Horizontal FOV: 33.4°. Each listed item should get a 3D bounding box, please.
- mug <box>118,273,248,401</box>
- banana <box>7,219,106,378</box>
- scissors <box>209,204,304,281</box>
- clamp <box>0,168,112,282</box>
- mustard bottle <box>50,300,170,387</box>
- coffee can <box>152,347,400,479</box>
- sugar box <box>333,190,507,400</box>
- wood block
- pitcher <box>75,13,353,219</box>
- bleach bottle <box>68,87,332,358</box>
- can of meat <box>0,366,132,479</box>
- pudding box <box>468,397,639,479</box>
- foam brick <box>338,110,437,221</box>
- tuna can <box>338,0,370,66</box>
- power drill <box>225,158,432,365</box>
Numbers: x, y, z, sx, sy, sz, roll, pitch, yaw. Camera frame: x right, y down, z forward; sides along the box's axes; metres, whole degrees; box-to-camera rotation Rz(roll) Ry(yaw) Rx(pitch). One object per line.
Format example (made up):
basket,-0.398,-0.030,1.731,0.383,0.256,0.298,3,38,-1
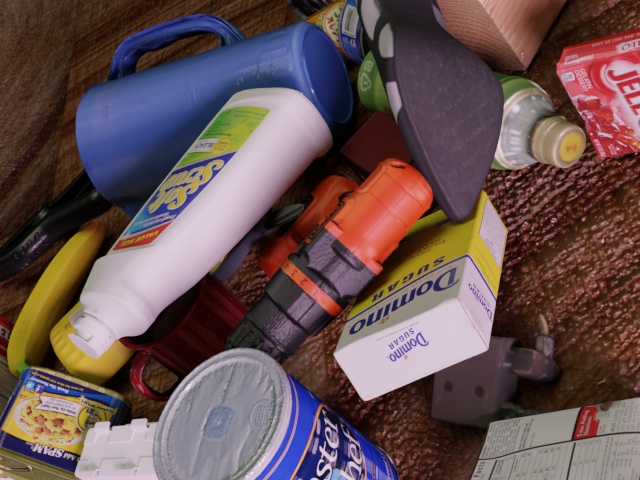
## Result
mug,-0.113,0.078,0.874,0.093,0.081,0.117,5,60,42
banana,-0.260,0.064,1.040,0.070,0.037,0.197,-20,39,34
scissors,-0.056,0.001,0.878,0.096,0.016,0.202,-58,13,1
clamp,-0.276,-0.019,1.107,0.210,0.036,0.164,-39,20,11
mustard bottle,-0.156,0.040,0.960,0.191,0.058,0.096,-46,29,-1
coffee can,-0.026,0.148,0.695,0.103,0.140,0.103,-23,45,24
sugar box,0.073,0.032,0.726,0.093,0.048,0.176,-27,13,23
wood block,0.168,-0.254,0.906,0.090,0.090,0.206,15,67,47
pitcher,-0.098,-0.126,0.994,0.243,0.149,0.145,-15,31,26
bleach bottle,-0.100,-0.012,0.828,0.103,0.068,0.250,7,52,48
can of meat,-0.217,0.160,0.885,0.102,0.057,0.084,19,59,1
pudding box,0.143,0.136,0.615,0.114,0.039,0.090,-18,20,31
foam brick,0.062,-0.061,0.864,0.051,0.053,0.078,-48,39,-3
tuna can,0.060,-0.192,0.951,0.086,0.086,0.034,-50,42,-5
power drill,-0.003,0.016,0.787,0.184,0.057,0.188,-46,9,0
